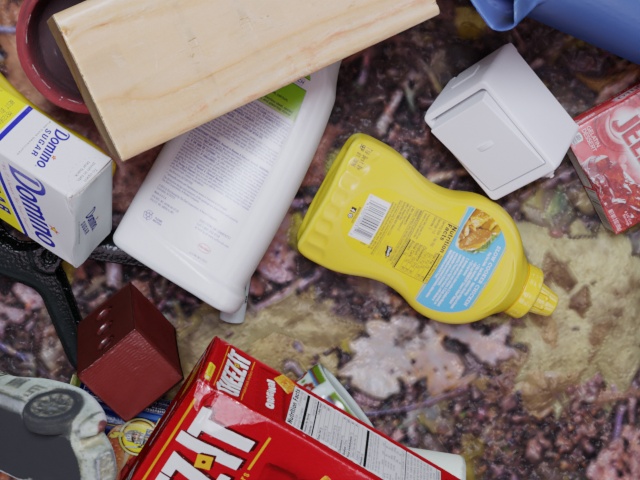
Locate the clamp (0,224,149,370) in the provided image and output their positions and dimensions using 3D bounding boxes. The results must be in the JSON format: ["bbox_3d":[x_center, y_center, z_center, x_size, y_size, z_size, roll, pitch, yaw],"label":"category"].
[{"bbox_3d":[-0.180,0.003,0.766,0.120,0.039,0.171,-40,109,0],"label":"clamp"}]

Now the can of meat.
[{"bbox_3d":[-0.156,0.160,0.794,0.084,0.057,0.102,14,103,-9],"label":"can of meat"}]

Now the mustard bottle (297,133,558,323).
[{"bbox_3d":[0.086,0.006,0.768,0.191,0.058,0.096,27,101,-8],"label":"mustard bottle"}]

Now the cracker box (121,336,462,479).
[{"bbox_3d":[-0.025,0.192,0.725,0.213,0.072,0.164,31,110,-6],"label":"cracker box"}]

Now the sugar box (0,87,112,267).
[{"bbox_3d":[-0.217,-0.061,0.691,0.176,0.093,0.048,34,61,9],"label":"sugar box"}]

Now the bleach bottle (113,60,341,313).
[{"bbox_3d":[-0.036,-0.082,0.727,0.102,0.068,0.251,32,90,2],"label":"bleach bottle"}]

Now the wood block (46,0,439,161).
[{"bbox_3d":[-0.048,-0.133,0.638,0.206,0.091,0.090,-26,105,-11],"label":"wood block"}]

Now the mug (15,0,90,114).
[{"bbox_3d":[-0.137,-0.129,0.713,0.117,0.081,0.093,29,100,-9],"label":"mug"}]

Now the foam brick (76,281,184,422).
[{"bbox_3d":[-0.133,0.076,0.738,0.053,0.078,0.051,-38,115,4],"label":"foam brick"}]
